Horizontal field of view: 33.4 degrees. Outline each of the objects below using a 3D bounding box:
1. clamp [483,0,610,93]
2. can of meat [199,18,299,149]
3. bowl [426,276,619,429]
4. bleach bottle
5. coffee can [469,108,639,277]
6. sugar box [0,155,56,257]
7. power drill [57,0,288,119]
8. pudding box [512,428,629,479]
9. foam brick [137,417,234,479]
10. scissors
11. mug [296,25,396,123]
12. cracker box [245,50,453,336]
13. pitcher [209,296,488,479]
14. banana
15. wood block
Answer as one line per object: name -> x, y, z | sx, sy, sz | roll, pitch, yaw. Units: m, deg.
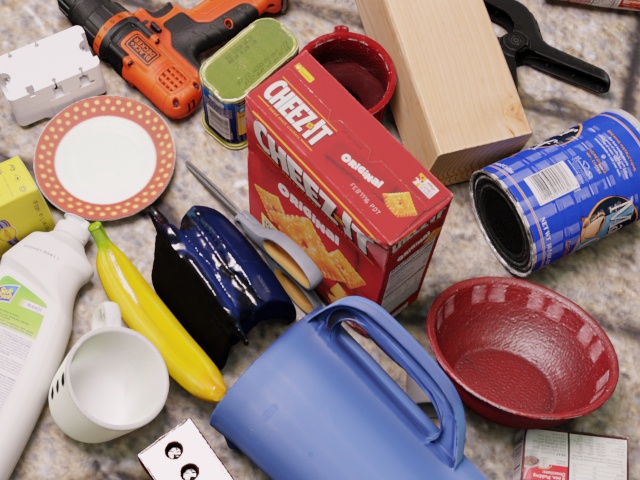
clamp -> 0.182, -0.175, 1.033 | 0.120, 0.039, 0.171 | -34, 67, -22
can of meat -> -0.065, -0.146, 0.988 | 0.057, 0.084, 0.102 | 41, 72, 15
bowl -> 0.160, 0.103, 0.885 | 0.162, 0.055, 0.162 | 8, 39, -7
bleach bottle -> -0.254, 0.090, 0.894 | 0.102, 0.068, 0.250 | 22, 66, 7
coffee can -> 0.218, -0.043, 0.943 | 0.140, 0.103, 0.103 | -25, 70, -12
sugar box -> -0.321, -0.002, 0.914 | 0.176, 0.093, 0.048 | -30, 71, -13
power drill -> -0.138, -0.230, 1.038 | 0.187, 0.057, 0.184 | -43, 78, -15
pudding box -> 0.203, 0.212, 0.869 | 0.090, 0.039, 0.113 | 7, 69, 1
foam brick -> -0.104, 0.192, 0.860 | 0.053, 0.051, 0.078 | -35, 72, -16
scissors -> -0.056, 0.001, 0.953 | 0.016, 0.096, 0.202 | -35, 41, -17
mug -> 0.019, -0.143, 0.990 | 0.093, 0.081, 0.117 | -3, 67, -3
cracker box -> 0.014, -0.027, 0.869 | 0.072, 0.214, 0.164 | -39, 74, -17
pitcher -> 0.045, 0.169, 0.828 | 0.243, 0.149, 0.145 | 43, 72, 11
banana -> -0.139, 0.071, 0.898 | 0.037, 0.069, 0.198 | -39, 67, -9
wood block -> 0.108, -0.163, 0.981 | 0.090, 0.090, 0.206 | -14, 74, -12
